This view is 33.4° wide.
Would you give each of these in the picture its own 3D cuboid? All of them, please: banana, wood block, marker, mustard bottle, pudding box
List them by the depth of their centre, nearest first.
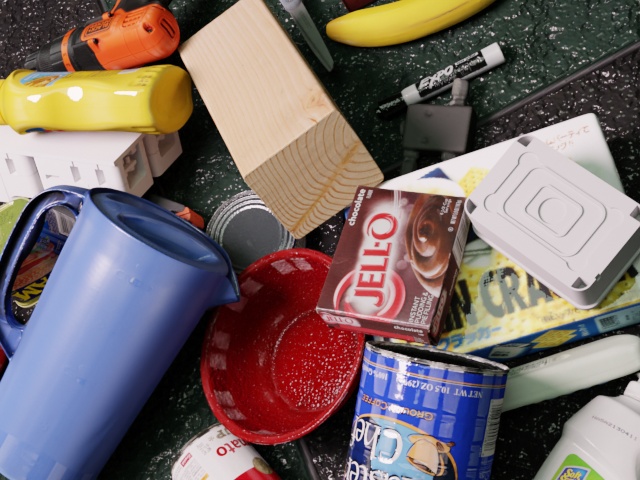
[{"bbox_3d":[0.057,0.018,0.801,0.090,0.039,0.113,8,62,23],"label":"pudding box"},{"bbox_3d":[-0.038,-0.111,0.903,0.091,0.090,0.206,-35,44,5],"label":"wood block"},{"bbox_3d":[-0.215,-0.121,0.930,0.192,0.096,0.058,2,107,16],"label":"mustard bottle"},{"bbox_3d":[0.103,-0.138,0.934,0.121,0.020,0.020,-25,65,11],"label":"marker"},{"bbox_3d":[0.101,-0.215,0.955,0.198,0.037,0.069,-27,41,8],"label":"banana"}]

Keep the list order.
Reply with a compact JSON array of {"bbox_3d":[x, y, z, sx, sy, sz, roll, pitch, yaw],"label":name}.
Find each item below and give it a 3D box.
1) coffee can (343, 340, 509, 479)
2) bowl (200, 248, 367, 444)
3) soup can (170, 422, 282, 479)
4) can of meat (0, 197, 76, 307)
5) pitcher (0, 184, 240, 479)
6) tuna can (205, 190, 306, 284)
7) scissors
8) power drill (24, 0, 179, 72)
[{"bbox_3d":[0.070,0.149,0.749,0.103,0.102,0.140,10,91,23],"label":"coffee can"},{"bbox_3d":[-0.019,0.090,0.869,0.162,0.055,0.162,-15,63,31],"label":"bowl"},{"bbox_3d":[-0.065,0.204,0.852,0.068,0.068,0.102,-46,62,0],"label":"soup can"},{"bbox_3d":[-0.263,0.010,0.948,0.102,0.083,0.057,-28,63,18],"label":"can of meat"},{"bbox_3d":[-0.194,0.081,0.885,0.149,0.144,0.243,40,104,40],"label":"pitcher"},{"bbox_3d":[-0.056,0.001,0.938,0.086,0.033,0.086,-7,70,18],"label":"tuna can"},{"bbox_3d":[-0.016,-0.242,1.007,0.096,0.016,0.202,-43,57,-3],"label":"scissors"},{"bbox_3d":[-0.186,-0.225,1.017,0.185,0.057,0.187,-7,49,34],"label":"power drill"}]
